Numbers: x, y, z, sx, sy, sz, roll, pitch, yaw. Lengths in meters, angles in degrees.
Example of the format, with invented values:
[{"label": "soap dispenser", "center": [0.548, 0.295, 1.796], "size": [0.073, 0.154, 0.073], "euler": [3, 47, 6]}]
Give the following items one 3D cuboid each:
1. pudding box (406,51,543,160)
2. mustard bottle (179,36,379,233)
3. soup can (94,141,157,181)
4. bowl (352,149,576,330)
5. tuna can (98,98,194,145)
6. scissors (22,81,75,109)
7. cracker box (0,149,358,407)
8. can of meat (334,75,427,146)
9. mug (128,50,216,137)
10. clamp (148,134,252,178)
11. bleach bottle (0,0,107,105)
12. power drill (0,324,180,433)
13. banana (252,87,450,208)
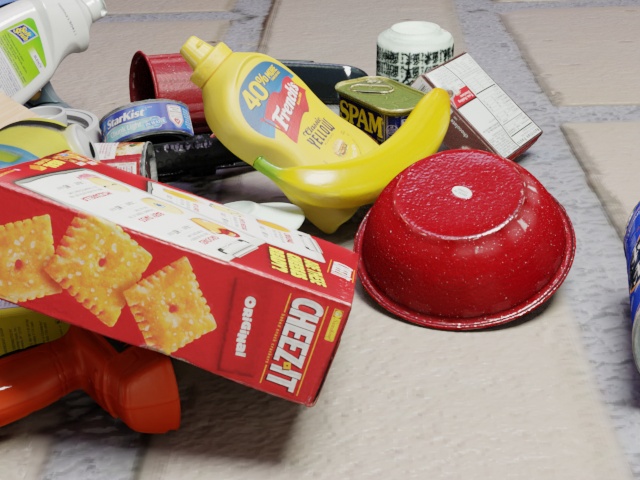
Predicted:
[{"label": "pudding box", "center": [0.142, -0.116, 0.993], "size": [0.113, 0.039, 0.089], "euler": [49, 41, 7]}, {"label": "mustard bottle", "center": [-0.037, -0.098, 0.877], "size": [0.191, 0.058, 0.096], "euler": [40, 49, -7]}, {"label": "soup can", "center": [-0.193, -0.048, 0.903], "size": [0.102, 0.068, 0.068], "euler": [-2, 25, 0]}, {"label": "bowl", "center": [0.100, -0.015, 0.761], "size": [0.162, 0.055, 0.162], "euler": [-6, 46, 6]}, {"label": "tuna can", "center": [-0.162, -0.100, 1.000], "size": [0.086, 0.034, 0.086], "euler": [-13, -13, -3]}, {"label": "scissors", "center": [-0.269, -0.116, 1.096], "size": [0.202, 0.096, 0.016], "euler": [43, 34, 15]}, {"label": "cracker box", "center": [-0.089, 0.016, 0.645], "size": [0.213, 0.072, 0.164], "euler": [20, 10, 0]}, {"label": "can of meat", "center": [0.058, -0.094, 0.962], "size": [0.057, 0.084, 0.102], "euler": [-16, 29, -28]}, {"label": "mug", "center": [-0.140, -0.141, 1.088], "size": [0.081, 0.093, 0.117], "euler": [-9, 57, -25]}, {"label": "clamp", "center": [-0.102, -0.079, 0.962], "size": [0.171, 0.039, 0.120], "euler": [-10, -7, -10]}, {"label": "bleach bottle", "center": [-0.312, -0.164, 1.036], "size": [0.250, 0.102, 0.068], "euler": [-38, 33, -24]}, {"label": "power drill", "center": [-0.177, 0.102, 0.594], "size": [0.187, 0.057, 0.185], "euler": [-16, 29, -28]}, {"label": "banana", "center": [0.044, -0.068, 0.847], "size": [0.197, 0.069, 0.037], "euler": [-24, -6, -32]}]
